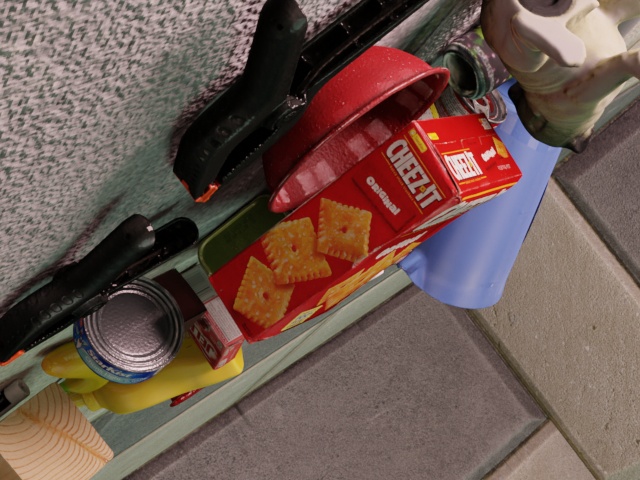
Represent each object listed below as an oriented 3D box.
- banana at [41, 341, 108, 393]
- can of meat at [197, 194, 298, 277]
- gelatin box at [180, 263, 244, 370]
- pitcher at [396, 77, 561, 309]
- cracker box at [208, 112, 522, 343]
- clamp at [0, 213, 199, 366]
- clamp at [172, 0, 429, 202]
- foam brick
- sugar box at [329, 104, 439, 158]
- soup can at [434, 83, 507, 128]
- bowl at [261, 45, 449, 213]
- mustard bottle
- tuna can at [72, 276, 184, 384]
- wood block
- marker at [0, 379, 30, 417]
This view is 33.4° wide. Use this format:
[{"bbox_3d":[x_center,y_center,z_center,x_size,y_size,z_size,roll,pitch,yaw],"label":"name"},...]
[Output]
[{"bbox_3d":[-0.231,0.126,1.034,0.069,0.037,0.198,-34,172,-19],"label":"banana"},{"bbox_3d":[-0.057,0.001,0.995,0.102,0.057,0.083,-38,170,12],"label":"can of meat"},{"bbox_3d":[-0.113,0.077,1.059,0.030,0.089,0.073,-29,167,-25],"label":"gelatin box"},{"bbox_3d":[0.187,-0.057,1.171,0.149,0.145,0.243,-72,-178,-60],"label":"pitcher"},{"bbox_3d":[0.039,-0.012,0.847,0.214,0.072,0.164,-35,172,27],"label":"cracker box"},{"bbox_3d":[-0.163,0.031,0.768,0.172,0.039,0.120,-33,169,17],"label":"clamp"},{"bbox_3d":[-0.032,-0.089,0.637,0.210,0.036,0.164,-41,172,32],"label":"clamp"},{"bbox_3d":[-0.155,0.072,1.000,0.052,0.051,0.078,-27,167,-47],"label":"foam brick"},{"bbox_3d":[0.039,-0.076,0.931,0.093,0.048,0.176,-15,170,-11],"label":"sugar box"},{"bbox_3d":[0.127,-0.115,1.069,0.102,0.068,0.068,-43,170,38],"label":"soup can"},{"bbox_3d":[0.013,-0.089,0.764,0.162,0.055,0.162,-36,172,-6],"label":"bowl"},{"bbox_3d":[-0.180,0.138,1.140,0.191,0.058,0.096,-21,-152,2],"label":"mustard bottle"},{"bbox_3d":[-0.156,0.072,0.867,0.085,0.086,0.034,-30,172,-40],"label":"tuna can"},{"bbox_3d":[-0.299,0.224,1.008,0.206,0.091,0.090,-36,-176,41],"label":"wood block"},{"bbox_3d":[-0.318,0.170,0.978,0.121,0.020,0.020,-37,172,6],"label":"marker"}]
